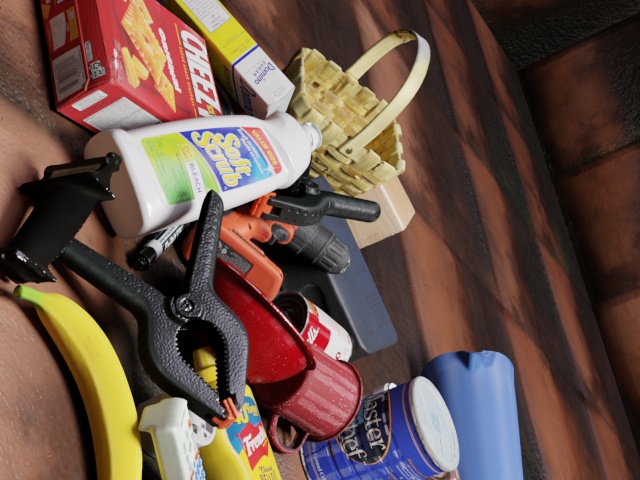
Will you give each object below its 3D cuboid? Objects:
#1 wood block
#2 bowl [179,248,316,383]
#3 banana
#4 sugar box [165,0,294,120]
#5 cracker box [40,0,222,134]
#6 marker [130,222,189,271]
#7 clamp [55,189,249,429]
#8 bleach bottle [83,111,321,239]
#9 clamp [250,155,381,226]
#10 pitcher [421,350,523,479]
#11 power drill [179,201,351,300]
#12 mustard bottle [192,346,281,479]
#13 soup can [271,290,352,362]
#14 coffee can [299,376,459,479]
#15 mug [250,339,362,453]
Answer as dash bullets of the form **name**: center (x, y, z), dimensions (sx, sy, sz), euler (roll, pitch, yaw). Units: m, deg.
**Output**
- **wood block**: center (0.044, -0.102, 1.517), dimensions (0.206, 0.090, 0.090), euler (63, 22, -9)
- **bowl**: center (-0.080, 0.082, 0.995), dimensions (0.162, 0.055, 0.162), euler (40, -16, 14)
- **banana**: center (-0.176, 0.120, 0.819), dimensions (0.069, 0.037, 0.198), euler (-21, 86, -50)
- **sugar box**: center (-0.106, -0.214, 1.219), dimensions (0.176, 0.048, 0.093), euler (51, -13, 3)
- **cracker box**: center (-0.181, -0.171, 1.067), dimensions (0.213, 0.072, 0.164), euler (31, 40, -58)
- **marker**: center (-0.153, 0.001, 1.023), dimensions (0.020, 0.020, 0.121), euler (61, 21, -13)
- **clamp**: center (-0.111, 0.054, 0.890), dimensions (0.164, 0.036, 0.210), euler (-25, 76, -34)
- **bleach bottle**: center (-0.098, -0.081, 1.030), dimensions (0.250, 0.068, 0.102), euler (-23, 92, -42)
- **clamp**: center (-0.009, -0.044, 1.150), dimensions (0.120, 0.039, 0.171), euler (27, 26, 18)
- **pitcher**: center (0.214, 0.286, 1.474), dimensions (0.149, 0.145, 0.243), euler (34, 39, -34)
- **power drill**: center (-0.057, 0.001, 1.133), dimensions (0.184, 0.057, 0.187), euler (36, 24, -3)
- **mustard bottle**: center (-0.077, 0.187, 0.949), dimensions (0.096, 0.058, 0.191), euler (12, 56, -67)
- **soup can**: center (-0.017, 0.106, 1.169), dimensions (0.102, 0.069, 0.068), euler (42, 31, -48)
- **coffee can**: center (0.063, 0.216, 1.138), dimensions (0.102, 0.140, 0.103), euler (50, 26, -35)
- **mug**: center (-0.022, 0.160, 1.091), dimensions (0.081, 0.093, 0.117), euler (39, 70, -42)
